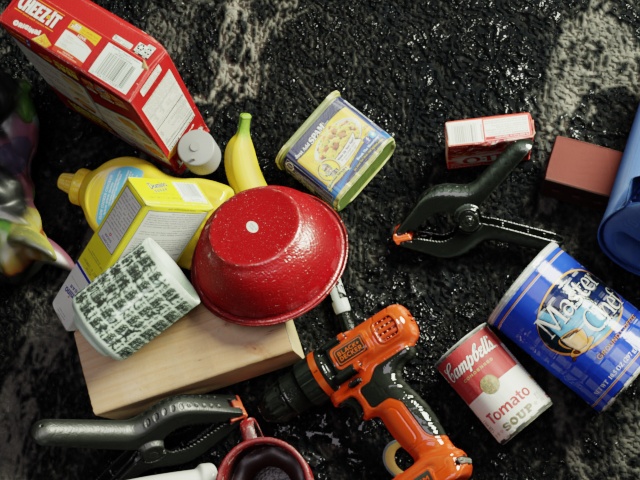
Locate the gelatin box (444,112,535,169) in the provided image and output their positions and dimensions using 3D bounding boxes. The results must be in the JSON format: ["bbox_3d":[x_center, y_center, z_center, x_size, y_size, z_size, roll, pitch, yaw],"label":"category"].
[{"bbox_3d":[0.175,-0.102,1.108,0.089,0.073,0.030,-6,75,5],"label":"gelatin box"}]

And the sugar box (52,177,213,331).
[{"bbox_3d":[-0.191,0.016,1.075,0.176,0.093,0.048,-51,59,27],"label":"sugar box"}]

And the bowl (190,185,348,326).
[{"bbox_3d":[-0.057,0.001,1.036,0.162,0.055,0.162,-8,54,11],"label":"bowl"}]

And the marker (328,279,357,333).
[{"bbox_3d":[0.014,0.046,1.120,0.020,0.020,0.121,-20,75,2],"label":"marker"}]

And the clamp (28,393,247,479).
[{"bbox_3d":[-0.176,0.208,1.068,0.209,0.165,0.036,-14,48,-18],"label":"clamp"}]

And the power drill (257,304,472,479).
[{"bbox_3d":[0.047,0.181,1.047,0.184,0.057,0.188,-35,69,12],"label":"power drill"}]

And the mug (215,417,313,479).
[{"bbox_3d":[-0.054,0.232,1.051,0.093,0.081,0.117,-23,75,1],"label":"mug"}]

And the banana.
[{"bbox_3d":[-0.054,-0.036,1.128,0.037,0.070,0.198,-23,76,-32],"label":"banana"}]

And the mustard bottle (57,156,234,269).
[{"bbox_3d":[-0.194,-0.038,1.146,0.192,0.058,0.096,17,97,11],"label":"mustard bottle"}]

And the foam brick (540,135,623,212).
[{"bbox_3d":[0.271,-0.068,1.098,0.078,0.053,0.051,16,79,11],"label":"foam brick"}]

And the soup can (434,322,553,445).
[{"bbox_3d":[0.170,0.142,1.052,0.068,0.068,0.102,-39,75,-3],"label":"soup can"}]

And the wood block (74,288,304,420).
[{"bbox_3d":[-0.131,0.108,1.087,0.206,0.091,0.090,-19,74,3],"label":"wood block"}]

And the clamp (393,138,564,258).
[{"bbox_3d":[0.162,-0.019,1.094,0.172,0.039,0.120,-25,97,21],"label":"clamp"}]

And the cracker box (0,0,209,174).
[{"bbox_3d":[-0.214,-0.166,1.102,0.164,0.213,0.072,32,80,13],"label":"cracker box"}]

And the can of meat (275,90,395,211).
[{"bbox_3d":[0.018,-0.093,1.135,0.084,0.057,0.102,40,84,13],"label":"can of meat"}]

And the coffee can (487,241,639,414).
[{"bbox_3d":[0.249,0.084,1.037,0.140,0.103,0.103,40,84,14],"label":"coffee can"}]
